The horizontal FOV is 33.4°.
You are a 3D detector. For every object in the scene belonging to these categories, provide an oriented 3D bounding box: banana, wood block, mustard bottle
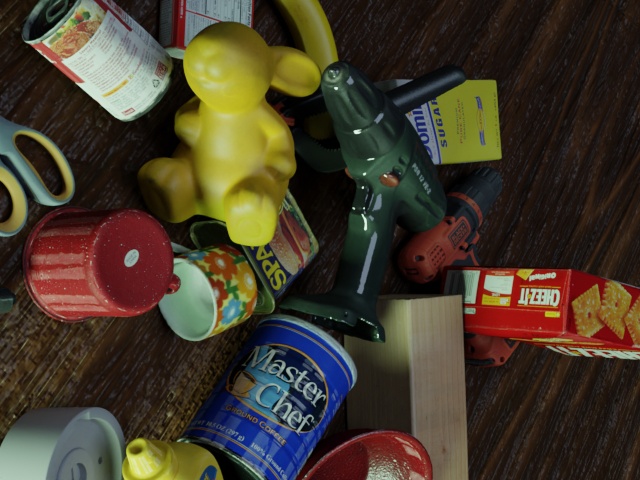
[{"bbox_3d":[-0.017,-0.180,1.023,0.069,0.037,0.198,-26,106,-14],"label":"banana"},{"bbox_3d":[0.086,0.158,1.070,0.090,0.091,0.206,-1,89,-46],"label":"wood block"},{"bbox_3d":[-0.111,0.216,0.845,0.096,0.058,0.191,-57,145,-33],"label":"mustard bottle"}]

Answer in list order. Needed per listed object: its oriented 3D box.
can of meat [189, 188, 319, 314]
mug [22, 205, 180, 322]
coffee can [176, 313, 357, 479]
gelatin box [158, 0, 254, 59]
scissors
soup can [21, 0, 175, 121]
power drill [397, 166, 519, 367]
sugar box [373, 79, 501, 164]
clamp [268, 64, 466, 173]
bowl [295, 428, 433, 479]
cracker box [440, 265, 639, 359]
[{"bbox_3d":[-0.056,0.001,0.955,0.083,0.058,0.102,-48,121,-39],"label":"can of meat"},{"bbox_3d":[-0.159,0.021,0.827,0.117,0.082,0.093,28,69,-42],"label":"mug"},{"bbox_3d":[-0.045,0.149,0.924,0.102,0.103,0.140,55,52,-29],"label":"coffee can"},{"bbox_3d":[-0.100,-0.192,0.938,0.089,0.030,0.073,8,81,-46],"label":"gelatin box"},{"bbox_3d":[-0.260,-0.083,0.775,0.201,0.016,0.096,47,57,-34],"label":"scissors"},{"bbox_3d":[-0.171,-0.149,0.833,0.102,0.069,0.068,42,59,-37],"label":"soup can"},{"bbox_3d":[0.175,0.032,1.195,0.184,0.057,0.187,-45,116,-33],"label":"power drill"},{"bbox_3d":[0.128,-0.128,1.161,0.175,0.048,0.093,-10,95,-47],"label":"sugar box"},{"bbox_3d":[0.037,-0.096,1.025,0.209,0.036,0.165,-2,118,-34],"label":"clamp"},{"bbox_3d":[0.022,0.230,0.973,0.161,0.055,0.162,-15,120,-27],"label":"bowl"},{"bbox_3d":[0.253,0.078,1.112,0.213,0.164,0.072,15,80,-40],"label":"cracker box"}]
